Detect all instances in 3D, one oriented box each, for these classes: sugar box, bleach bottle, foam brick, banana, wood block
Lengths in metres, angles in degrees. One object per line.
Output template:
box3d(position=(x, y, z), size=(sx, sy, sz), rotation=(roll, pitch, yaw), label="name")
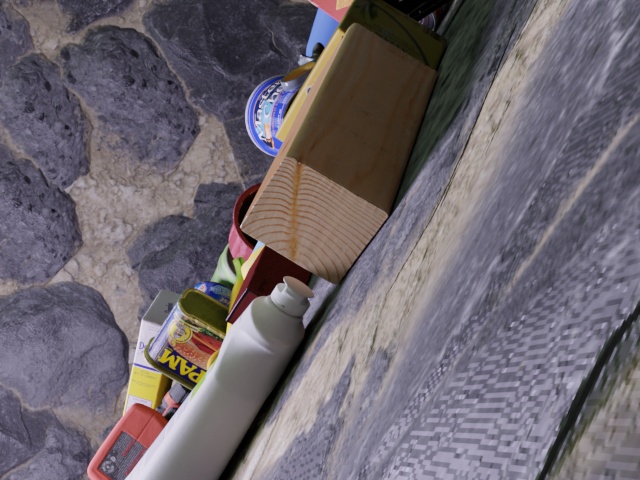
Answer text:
box3d(position=(-0.206, 0.160, 1.333), size=(0.093, 0.048, 0.176), rotation=(-70, -2, -67), label="sugar box")
box3d(position=(-0.083, 0.140, 0.857), size=(0.251, 0.068, 0.102), rotation=(-57, 7, 15), label="bleach bottle")
box3d(position=(-0.047, 0.049, 1.013), size=(0.051, 0.053, 0.078), rotation=(-56, 7, 39), label="foam brick")
box3d(position=(-0.086, 0.095, 1.081), size=(0.037, 0.069, 0.197), rotation=(-25, 26, 15), label="banana")
box3d(position=(0.020, -0.076, 0.869), size=(0.091, 0.090, 0.206), rotation=(-54, 9, 41), label="wood block")

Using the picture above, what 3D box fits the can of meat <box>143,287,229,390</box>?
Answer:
box3d(position=(-0.128, 0.112, 1.163), size=(0.084, 0.102, 0.057), rotation=(-55, 7, 27), label="can of meat")

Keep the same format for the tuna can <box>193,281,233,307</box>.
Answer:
box3d(position=(-0.122, 0.088, 1.288), size=(0.033, 0.086, 0.086), rotation=(-63, 6, -34), label="tuna can")

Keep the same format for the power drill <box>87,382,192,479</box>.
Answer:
box3d(position=(-0.177, 0.208, 1.194), size=(0.184, 0.057, 0.187), rotation=(-57, -8, 5), label="power drill")

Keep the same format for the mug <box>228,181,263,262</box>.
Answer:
box3d(position=(-0.058, 0.002, 1.223), size=(0.082, 0.093, 0.117), rotation=(121, 140, -65), label="mug")

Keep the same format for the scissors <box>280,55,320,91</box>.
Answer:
box3d(position=(0.000, -0.207, 1.219), size=(0.096, 0.016, 0.202), rotation=(-24, 17, 6), label="scissors")

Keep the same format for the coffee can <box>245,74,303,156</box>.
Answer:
box3d(position=(-0.020, -0.142, 1.258), size=(0.103, 0.102, 0.140), rotation=(-61, 23, -2), label="coffee can")
